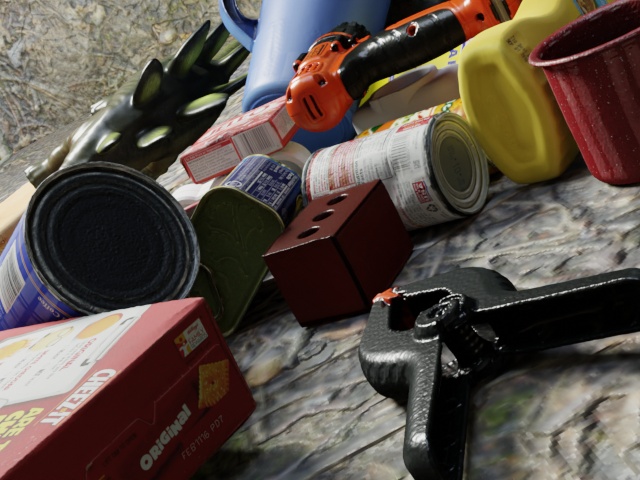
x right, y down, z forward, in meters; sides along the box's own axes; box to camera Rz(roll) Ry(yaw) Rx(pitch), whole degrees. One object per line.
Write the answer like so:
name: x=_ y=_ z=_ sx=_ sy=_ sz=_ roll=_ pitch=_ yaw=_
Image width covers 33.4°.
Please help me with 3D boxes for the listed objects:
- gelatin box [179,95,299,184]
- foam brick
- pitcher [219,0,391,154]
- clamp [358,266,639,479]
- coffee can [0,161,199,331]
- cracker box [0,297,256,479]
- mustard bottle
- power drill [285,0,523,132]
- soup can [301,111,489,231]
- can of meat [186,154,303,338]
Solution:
gelatin box: x=-0.064 y=-0.084 z=0.879 sx=0.089 sy=0.030 sz=0.073 roll=-20 pitch=18 yaw=23
foam brick: x=0.012 y=0.006 z=0.633 sx=0.053 sy=0.051 sz=0.078 roll=-17 pitch=19 yaw=32
pitcher: x=-0.010 y=-0.210 z=1.025 sx=0.149 sy=0.144 sz=0.242 roll=-11 pitch=53 yaw=34
clamp: x=0.071 y=0.039 z=0.460 sx=0.120 sy=0.039 sz=0.171 roll=-28 pitch=16 yaw=-4
coffee can: x=-0.146 y=0.032 z=0.642 sx=0.102 sy=0.103 sz=0.141 roll=-43 pitch=-1 yaw=-42
cracker box: x=-0.160 y=0.108 z=0.513 sx=0.214 sy=0.072 sz=0.164 roll=-11 pitch=23 yaw=40
mustard bottle: x=0.160 y=-0.121 z=0.697 sx=0.058 sy=0.096 sz=0.191 roll=-13 pitch=22 yaw=43
power drill: x=0.069 y=-0.158 z=0.816 sx=0.188 sy=0.057 sz=0.184 roll=-25 pitch=20 yaw=22
soup can: x=0.047 y=-0.038 z=0.683 sx=0.102 sy=0.068 sz=0.068 roll=-14 pitch=21 yaw=39
can of meat: x=-0.055 y=0.001 z=0.694 sx=0.102 sy=0.057 sz=0.084 roll=-61 pitch=0 yaw=24
